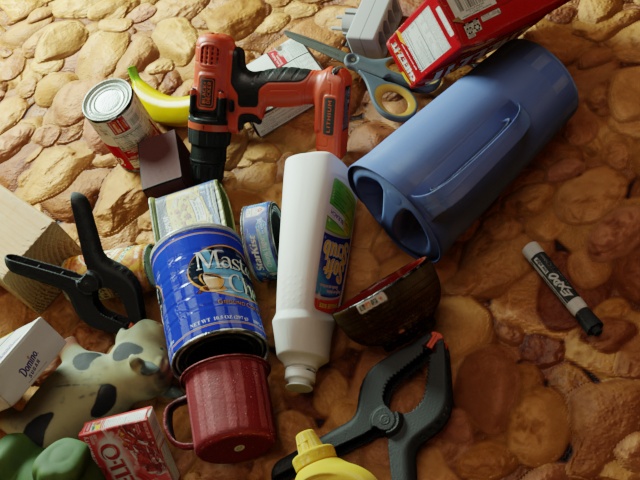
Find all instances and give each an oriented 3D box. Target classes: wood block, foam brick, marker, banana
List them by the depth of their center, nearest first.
[{"bbox_3d":[0.240,0.048,1.057,0.020,0.020,0.121,-31,53,-2],"label":"marker"},{"bbox_3d":[-0.183,-0.083,1.274,0.051,0.053,0.078,-18,53,7],"label":"foam brick"},{"bbox_3d":[-0.388,-0.010,1.277,0.206,0.090,0.090,30,72,32],"label":"wood block"},{"bbox_3d":[-0.173,-0.174,1.322,0.198,0.069,0.037,12,24,34],"label":"banana"}]

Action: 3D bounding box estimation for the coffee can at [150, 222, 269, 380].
[{"bbox_3d":[-0.118,0.067,1.121,0.103,0.102,0.140,-21,54,5],"label":"coffee can"}]

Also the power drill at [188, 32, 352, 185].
[{"bbox_3d":[-0.062,-0.140,1.231,0.188,0.184,0.057,8,17,9],"label":"power drill"}]

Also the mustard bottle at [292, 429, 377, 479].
[{"bbox_3d":[0.020,0.258,0.947,0.096,0.058,0.192,-34,64,21],"label":"mustard bottle"}]

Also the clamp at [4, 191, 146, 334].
[{"bbox_3d":[-0.247,0.033,1.164,0.120,0.171,0.039,-49,8,20],"label":"clamp"}]

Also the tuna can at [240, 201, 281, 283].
[{"bbox_3d":[-0.058,0.001,1.154,0.034,0.086,0.086,-12,55,10],"label":"tuna can"}]

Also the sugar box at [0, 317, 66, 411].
[{"bbox_3d":[-0.342,0.143,1.120,0.177,0.048,0.093,-21,27,48],"label":"sugar box"}]

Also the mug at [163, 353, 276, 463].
[{"bbox_3d":[-0.100,0.172,1.055,0.117,0.093,0.081,-15,59,5],"label":"mug"}]

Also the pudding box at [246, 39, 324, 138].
[{"bbox_3d":[-0.050,-0.189,1.307,0.113,0.039,0.090,-32,55,0],"label":"pudding box"}]

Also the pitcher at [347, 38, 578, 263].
[{"bbox_3d":[0.159,-0.100,1.113,0.242,0.145,0.149,-43,55,-14],"label":"pitcher"}]

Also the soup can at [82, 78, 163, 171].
[{"bbox_3d":[-0.238,-0.140,1.301,0.068,0.102,0.068,-9,56,14],"label":"soup can"}]

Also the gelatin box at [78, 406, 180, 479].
[{"bbox_3d":[-0.188,0.216,1.059,0.073,0.089,0.030,-14,20,8],"label":"gelatin box"}]

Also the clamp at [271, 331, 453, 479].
[{"bbox_3d":[0.072,0.186,1.016,0.165,0.036,0.210,31,76,31],"label":"clamp"}]

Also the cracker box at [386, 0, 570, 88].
[{"bbox_3d":[0.178,-0.243,1.147,0.164,0.214,0.072,-27,91,-9],"label":"cracker box"}]

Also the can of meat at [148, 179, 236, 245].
[{"bbox_3d":[-0.143,-0.014,1.212,0.084,0.057,0.102,-18,54,5],"label":"can of meat"}]

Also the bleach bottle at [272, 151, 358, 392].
[{"bbox_3d":[-0.008,0.038,1.116,0.068,0.102,0.251,-6,62,23],"label":"bleach bottle"}]

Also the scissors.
[{"bbox_3d":[0.041,-0.194,1.263,0.202,0.016,0.096,11,68,10],"label":"scissors"}]
